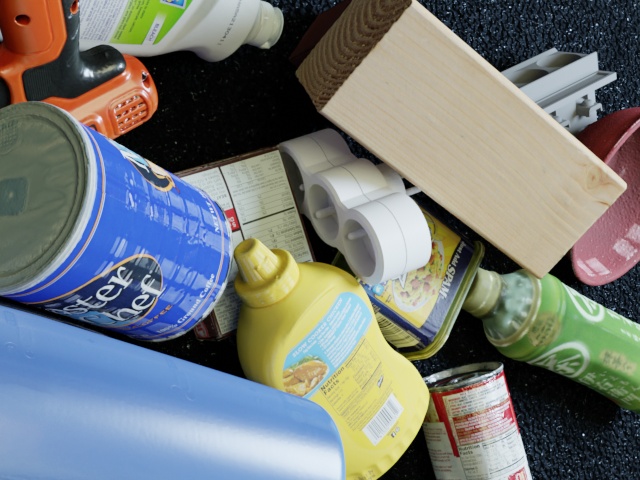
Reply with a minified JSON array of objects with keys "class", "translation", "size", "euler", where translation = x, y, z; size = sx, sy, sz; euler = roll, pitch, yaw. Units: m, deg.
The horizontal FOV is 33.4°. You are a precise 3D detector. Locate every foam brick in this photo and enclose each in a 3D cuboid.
[{"class":"foam brick","translation":[0.029,-0.131,0.780],"size":[0.078,0.051,0.053],"euler":[41,63,-20]}]

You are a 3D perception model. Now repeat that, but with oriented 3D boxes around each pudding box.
[{"class":"pudding box","translation":[-0.055,0.001,0.717],"size":[0.089,0.039,0.113],"euler":[-19,95,-33]}]

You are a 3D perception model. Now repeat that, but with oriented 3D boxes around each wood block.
[{"class":"wood block","translation":[0.095,-0.076,0.725],"size":[0.206,0.090,0.091],"euler":[34,104,-25]}]

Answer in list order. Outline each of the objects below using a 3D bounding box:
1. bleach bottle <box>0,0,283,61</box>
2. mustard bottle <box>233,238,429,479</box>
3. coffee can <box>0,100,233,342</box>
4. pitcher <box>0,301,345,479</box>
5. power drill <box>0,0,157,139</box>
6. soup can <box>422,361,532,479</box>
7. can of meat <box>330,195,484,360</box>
[{"class":"bleach bottle","translation":[-0.137,-0.155,0.669],"size":[0.250,0.103,0.068],"euler":[8,40,-36]},{"class":"mustard bottle","translation":[-0.002,0.072,0.693],"size":[0.096,0.058,0.191],"euler":[-47,126,-21]},{"class":"coffee can","translation":[-0.128,-0.005,0.601],"size":[0.140,0.103,0.103],"euler":[31,64,-59]},{"class":"pitcher","translation":[-0.114,0.110,0.582],"size":[0.242,0.145,0.149],"euler":[18,69,-29]},{"class":"power drill","translation":[-0.185,-0.099,0.583],"size":[0.184,0.188,0.057],"euler":[-33,57,-22]},{"class":"soup can","translation":[0.112,0.146,0.777],"size":[0.068,0.069,0.102],"euler":[-16,91,-32]},{"class":"can of meat","translation":[0.059,0.022,0.772],"size":[0.084,0.058,0.102],"euler":[36,65,-19]}]
